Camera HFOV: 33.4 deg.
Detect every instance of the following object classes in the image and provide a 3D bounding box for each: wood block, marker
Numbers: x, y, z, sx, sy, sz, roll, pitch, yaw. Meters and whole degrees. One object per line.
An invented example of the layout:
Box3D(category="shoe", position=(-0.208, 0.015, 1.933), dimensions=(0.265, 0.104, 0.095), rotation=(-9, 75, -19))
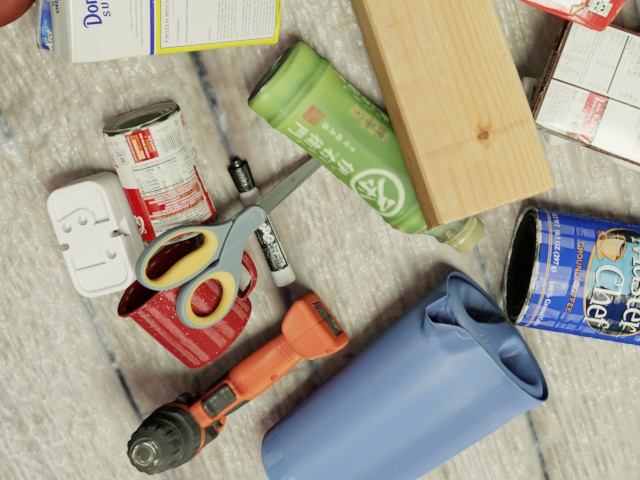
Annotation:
Box3D(category="wood block", position=(0.093, -0.120, 0.798), dimensions=(0.091, 0.090, 0.206), rotation=(-18, 88, 0))
Box3D(category="marker", position=(-0.052, -0.016, 0.924), dimensions=(0.020, 0.020, 0.121), rotation=(-19, 111, 9))

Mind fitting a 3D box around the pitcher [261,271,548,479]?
Box3D(category="pitcher", position=(0.074, 0.152, 0.941), dimensions=(0.243, 0.145, 0.149), rotation=(-39, 94, 19))

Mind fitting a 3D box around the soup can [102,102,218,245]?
Box3D(category="soup can", position=(-0.132, -0.055, 0.884), dimensions=(0.068, 0.068, 0.102), rotation=(-15, 111, 7))

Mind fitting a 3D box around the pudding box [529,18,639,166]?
Box3D(category="pudding box", position=(0.220, -0.109, 0.789), dimensions=(0.113, 0.039, 0.090), rotation=(20, 98, 0))

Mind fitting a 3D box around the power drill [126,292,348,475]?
Box3D(category="power drill", position=(-0.070, 0.122, 0.905), dimensions=(0.188, 0.184, 0.057), rotation=(-37, 87, 8))

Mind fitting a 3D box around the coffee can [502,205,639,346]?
Box3D(category="coffee can", position=(0.234, 0.032, 0.892), dimensions=(0.140, 0.103, 0.103), rotation=(9, 112, -2))

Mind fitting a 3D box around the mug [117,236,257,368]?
Box3D(category="mug", position=(-0.105, 0.048, 0.916), dimensions=(0.117, 0.093, 0.081), rotation=(-40, 111, 13))

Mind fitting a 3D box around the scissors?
Box3D(category="scissors", position=(-0.056, 0.001, 0.882), dimensions=(0.201, 0.016, 0.096), rotation=(-26, 110, -22))

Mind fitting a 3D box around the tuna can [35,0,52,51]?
Box3D(category="tuna can", position=(-0.192, -0.186, 0.823), dimensions=(0.033, 0.086, 0.086), rotation=(13, 112, -6))

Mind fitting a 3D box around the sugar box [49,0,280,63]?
Box3D(category="sugar box", position=(-0.113, -0.188, 0.795), dimensions=(0.175, 0.048, 0.093), rotation=(-10, 115, -30))
